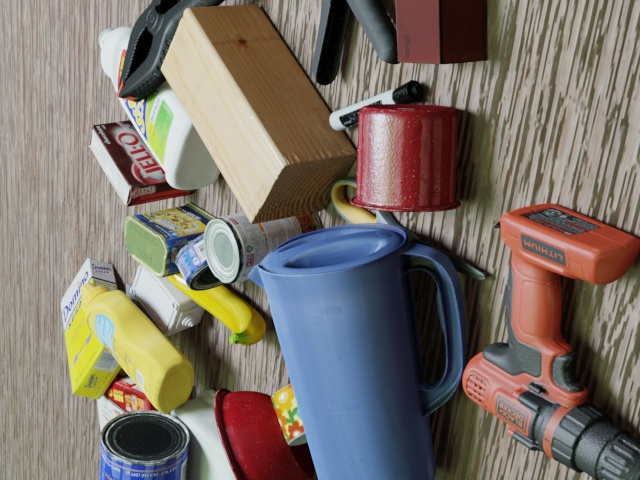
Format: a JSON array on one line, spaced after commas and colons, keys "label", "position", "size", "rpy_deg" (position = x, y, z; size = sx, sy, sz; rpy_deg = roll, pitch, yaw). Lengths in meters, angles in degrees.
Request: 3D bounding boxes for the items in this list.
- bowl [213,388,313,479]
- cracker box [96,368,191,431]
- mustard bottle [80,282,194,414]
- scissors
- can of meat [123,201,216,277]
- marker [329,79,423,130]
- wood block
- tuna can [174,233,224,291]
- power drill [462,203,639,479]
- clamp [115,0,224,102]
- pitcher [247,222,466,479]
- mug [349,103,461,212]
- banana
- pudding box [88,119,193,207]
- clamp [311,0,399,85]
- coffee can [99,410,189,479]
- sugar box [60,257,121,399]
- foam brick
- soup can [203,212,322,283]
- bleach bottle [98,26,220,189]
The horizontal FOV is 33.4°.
[{"label": "bowl", "position": [-0.051, 0.220, 1.127], "size": [0.162, 0.055, 0.162], "rpy_deg": [63, -173, -15]}, {"label": "cracker box", "position": [-0.224, 0.282, 1.411], "size": [0.164, 0.071, 0.214], "rpy_deg": [8, 107, 53]}, {"label": "mustard bottle", "position": [-0.229, 0.116, 1.282], "size": [0.192, 0.058, 0.096], "rpy_deg": [42, 150, 27]}, {"label": "scissors", "position": [0.071, 0.014, 0.973], "size": [0.202, 0.016, 0.096], "rpy_deg": [43, 134, 38]}, {"label": "can of meat", "position": [-0.168, -0.001, 1.235], "size": [0.102, 0.083, 0.057], "rpy_deg": [29, 123, 46]}, {"label": "marker", "position": [0.050, -0.120, 0.956], "size": [0.121, 0.020, 0.020], "rpy_deg": [-13, 89, 55]}, {"label": "wood block", "position": [-0.064, -0.127, 1.048], "size": [0.206, 0.090, 0.090], "rpy_deg": [59, 140, 24]}, {"label": "tuna can", "position": [-0.113, 0.020, 1.165], "size": [0.034, 0.085, 0.086], "rpy_deg": [61, 142, 18]}, {"label": "power drill", "position": [0.185, 0.078, 0.800], "size": [0.185, 0.057, 0.188], "rpy_deg": [29, 123, 46]}, {"label": "clamp", "position": [-0.166, -0.243, 1.145], "size": [0.210, 0.036, 0.164], "rpy_deg": [-52, 43, 31]}, {"label": "pitcher", "position": [0.042, 0.113, 0.947], "size": [0.149, 0.144, 0.243], "rpy_deg": [21, 126, 62]}, {"label": "mug", "position": [0.071, -0.072, 0.896], "size": [0.117, 0.093, 0.081], "rpy_deg": [-95, 6, -79]}, {"label": "banana", "position": [-0.112, 0.072, 1.200], "size": [0.037, 0.069, 0.198], "rpy_deg": [-57, 39, 0]}, {"label": "pudding box", "position": [-0.209, -0.094, 1.257], "size": [0.114, 0.089, 0.039], "rpy_deg": [52, 138, 32]}, {"label": "clamp", "position": [0.018, -0.222, 0.952], "size": [0.120, 0.039, 0.171], "rpy_deg": [-18, 79, 50]}, {"label": "coffee can", "position": [-0.210, 0.287, 1.259], "size": [0.103, 0.102, 0.140], "rpy_deg": [35, 127, 43]}, {"label": "sugar box", "position": [-0.304, 0.115, 1.428], "size": [0.093, 0.048, 0.176], "rpy_deg": [-54, 39, 25]}, {"label": "foam brick", "position": [0.095, -0.180, 0.848], "size": [0.053, 0.051, 0.078], "rpy_deg": [16, 113, 52]}, {"label": "soup can", "position": [-0.057, 0.001, 1.069], "size": [0.069, 0.102, 0.068], "rpy_deg": [22, 118, 49]}, {"label": "bleach bottle", "position": [-0.195, -0.168, 1.240], "size": [0.251, 0.067, 0.103], "rpy_deg": [47, 131, 38]}]
